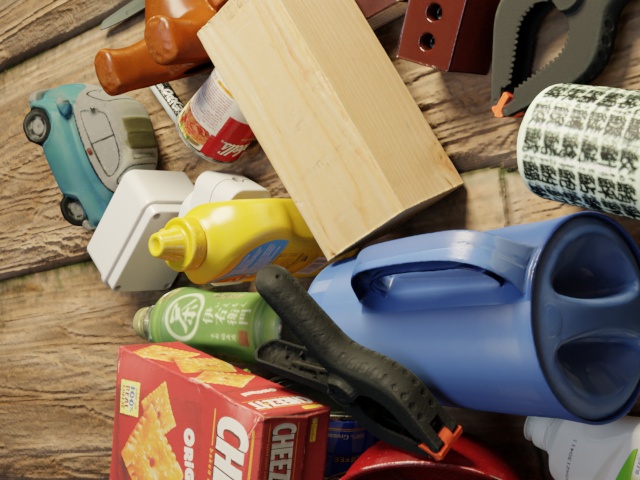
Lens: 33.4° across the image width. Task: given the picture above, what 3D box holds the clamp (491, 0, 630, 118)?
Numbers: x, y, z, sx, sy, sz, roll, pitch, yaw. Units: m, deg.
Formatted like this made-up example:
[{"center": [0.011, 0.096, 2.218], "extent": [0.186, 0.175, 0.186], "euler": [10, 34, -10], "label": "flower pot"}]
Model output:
[{"center": [0.182, -0.168, 0.721], "extent": [0.165, 0.036, 0.210], "euler": [40, 120, 35], "label": "clamp"}]

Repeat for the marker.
[{"center": [-0.144, -0.131, 1.046], "extent": [0.121, 0.020, 0.020], "euler": [54, 126, 27], "label": "marker"}]

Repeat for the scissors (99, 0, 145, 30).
[{"center": [-0.159, -0.265, 1.054], "extent": [0.202, 0.016, 0.096], "euler": [4, 97, 42], "label": "scissors"}]

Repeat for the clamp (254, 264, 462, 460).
[{"center": [0.017, 0.096, 0.740], "extent": [0.171, 0.039, 0.120], "euler": [40, 157, 12], "label": "clamp"}]

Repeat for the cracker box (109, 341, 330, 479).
[{"center": [-0.090, 0.183, 0.843], "extent": [0.214, 0.071, 0.164], "euler": [14, 101, 51], "label": "cracker box"}]

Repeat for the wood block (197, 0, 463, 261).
[{"center": [0.006, -0.102, 0.826], "extent": [0.090, 0.090, 0.206], "euler": [-35, 83, 40], "label": "wood block"}]

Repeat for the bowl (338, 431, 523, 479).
[{"center": [0.086, 0.185, 0.785], "extent": [0.162, 0.162, 0.055], "euler": [-35, 30, 39], "label": "bowl"}]

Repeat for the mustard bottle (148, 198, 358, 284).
[{"center": [-0.056, 0.001, 0.852], "extent": [0.096, 0.191, 0.058], "euler": [-33, 70, 40], "label": "mustard bottle"}]

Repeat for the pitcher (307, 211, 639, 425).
[{"center": [0.092, 0.052, 0.745], "extent": [0.243, 0.144, 0.149], "euler": [-8, 103, 49], "label": "pitcher"}]

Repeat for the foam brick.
[{"center": [0.099, -0.166, 0.791], "extent": [0.053, 0.051, 0.078], "euler": [25, 109, 40], "label": "foam brick"}]

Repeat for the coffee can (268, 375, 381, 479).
[{"center": [-0.004, 0.192, 0.876], "extent": [0.103, 0.102, 0.140], "euler": [17, 104, 42], "label": "coffee can"}]

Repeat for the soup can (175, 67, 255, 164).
[{"center": [-0.074, -0.126, 0.948], "extent": [0.102, 0.068, 0.068], "euler": [-48, 61, 34], "label": "soup can"}]
